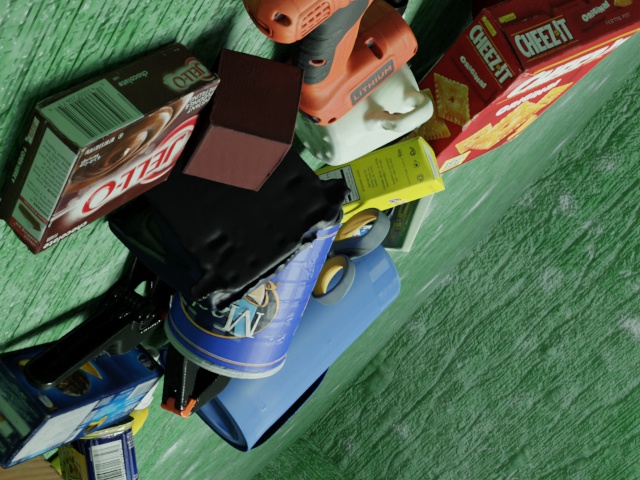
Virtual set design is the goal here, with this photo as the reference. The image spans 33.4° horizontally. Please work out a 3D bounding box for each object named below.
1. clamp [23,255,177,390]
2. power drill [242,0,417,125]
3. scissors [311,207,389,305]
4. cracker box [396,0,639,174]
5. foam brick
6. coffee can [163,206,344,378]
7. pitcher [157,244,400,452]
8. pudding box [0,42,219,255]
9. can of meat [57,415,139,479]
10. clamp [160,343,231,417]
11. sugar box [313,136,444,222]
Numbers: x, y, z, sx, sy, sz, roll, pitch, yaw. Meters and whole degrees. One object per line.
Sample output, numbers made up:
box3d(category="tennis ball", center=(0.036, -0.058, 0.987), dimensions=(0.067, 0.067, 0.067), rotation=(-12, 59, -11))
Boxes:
box3d(category="clamp", center=(-0.143, 0.041, 0.845), dimensions=(0.164, 0.036, 0.210), rotation=(-52, 172, 4))
box3d(category="power drill", center=(0.031, -0.162, 0.679), dimensions=(0.184, 0.057, 0.188), rotation=(-39, 166, -11))
box3d(category="scissors", center=(-0.008, 0.025, 0.907), dimensions=(0.202, 0.016, 0.096), rotation=(-28, -148, 55))
box3d(category="cracker box", center=(0.168, -0.145, 0.960), dimensions=(0.163, 0.072, 0.214), rotation=(-26, 170, -30))
box3d(category="foam brick", center=(-0.048, -0.071, 0.646), dimensions=(0.078, 0.051, 0.053), rotation=(135, -34, -63))
box3d(category="coffee can", center=(-0.053, 0.022, 0.836), dimensions=(0.102, 0.103, 0.140), rotation=(-26, 142, -60))
box3d(category="pitcher", center=(-0.033, 0.095, 1.089), dimensions=(0.242, 0.145, 0.149), rotation=(-40, 179, -22))
box3d(category="pudding box", center=(-0.115, -0.052, 0.584), dimensions=(0.113, 0.039, 0.090), rotation=(-35, 165, -46))
box3d(category="can of meat", center=(-0.204, 0.202, 0.977), dimensions=(0.057, 0.084, 0.102), rotation=(-10, -174, -30))
box3d(category="clamp", center=(-0.085, 0.082, 0.964), dimensions=(0.120, 0.039, 0.171), rotation=(33, 78, -45))
box3d(category="sugar box", center=(0.014, -0.038, 0.916), dimensions=(0.176, 0.048, 0.093), rotation=(-20, 173, 11))
